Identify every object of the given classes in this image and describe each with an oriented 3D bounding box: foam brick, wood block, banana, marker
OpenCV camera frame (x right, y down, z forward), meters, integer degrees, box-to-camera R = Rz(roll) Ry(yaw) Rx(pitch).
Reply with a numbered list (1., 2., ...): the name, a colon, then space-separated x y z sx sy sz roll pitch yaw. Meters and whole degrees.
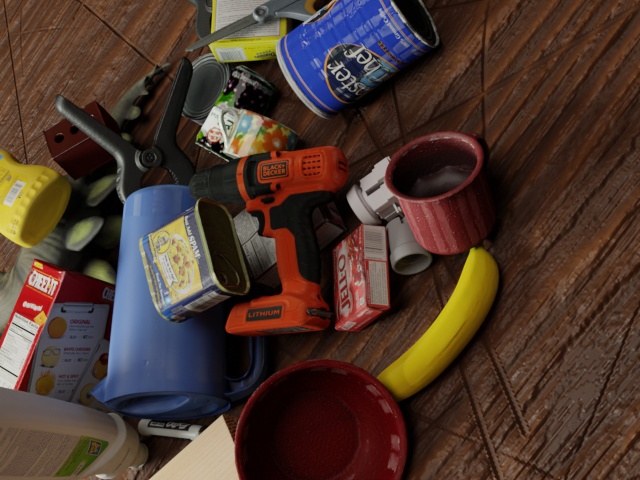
1. foam brick: -0.284 -0.121 1.291 0.078 0.051 0.053 -30 54 4
2. wood block: -0.124 0.277 1.074 0.206 0.090 0.091 -43 52 19
3. banana: 0.112 0.085 0.998 0.198 0.037 0.070 -56 21 4
4. marker: -0.152 0.209 1.169 0.121 0.020 0.020 -2 73 38

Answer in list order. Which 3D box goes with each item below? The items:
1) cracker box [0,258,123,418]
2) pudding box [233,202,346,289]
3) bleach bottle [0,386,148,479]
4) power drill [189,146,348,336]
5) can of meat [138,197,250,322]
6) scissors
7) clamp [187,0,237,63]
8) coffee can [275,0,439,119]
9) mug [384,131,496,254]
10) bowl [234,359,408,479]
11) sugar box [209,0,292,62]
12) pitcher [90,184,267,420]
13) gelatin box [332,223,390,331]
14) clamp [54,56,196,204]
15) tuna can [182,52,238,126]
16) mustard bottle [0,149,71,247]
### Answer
1. cracker box: -0.285 0.145 1.204 0.072 0.164 0.213 18 86 39
2. pudding box: -0.036 -0.016 1.149 0.114 0.039 0.090 -41 54 23
3. bleach bottle: -0.284 0.215 1.118 0.103 0.250 0.068 -50 50 12
4. power drill: -0.057 0.001 1.087 0.185 0.057 0.187 -7 78 30
5. can of meat: -0.127 0.022 1.060 0.084 0.057 0.102 -28 67 26
6. scissors: -0.048 -0.249 1.207 0.201 0.016 0.096 -41 67 -11
7. clamp: -0.117 -0.301 1.321 0.120 0.039 0.171 -37 62 22
8. coffee can: 0.038 -0.207 1.119 0.140 0.102 0.103 -32 56 25
9. mug: 0.122 -0.050 0.998 0.093 0.081 0.117 15 56 38
10. bowl: -0.002 0.189 1.000 0.055 0.162 0.162 178 114 -82
11. sugar box: -0.079 -0.300 1.266 0.093 0.048 0.176 -2 67 9
12. pitcher: -0.152 0.067 1.153 0.145 0.149 0.243 -28 56 49
13. gelatin box: 0.039 0.038 1.054 0.073 0.030 0.089 137 136 -58
14. clamp: -0.193 -0.105 1.252 0.164 0.210 0.036 -26 8 -10
15. tuna can: -0.132 -0.180 1.290 0.086 0.033 0.086 -15 65 34
16. mustard bottle: -0.397 -0.062 1.303 0.192 0.058 0.096 21 75 32
